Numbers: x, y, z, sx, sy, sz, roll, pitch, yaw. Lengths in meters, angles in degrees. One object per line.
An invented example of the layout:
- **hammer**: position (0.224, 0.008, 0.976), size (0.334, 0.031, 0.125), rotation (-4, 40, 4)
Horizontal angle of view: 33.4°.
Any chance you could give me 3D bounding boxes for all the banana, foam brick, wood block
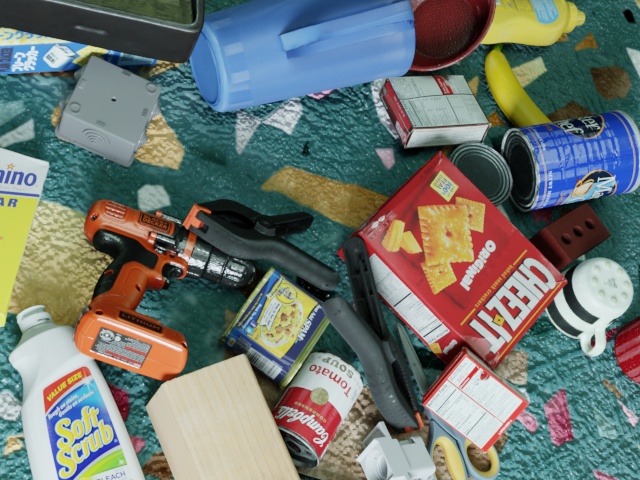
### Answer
- **banana**: position (0.264, -0.173, 1.368), size (0.069, 0.037, 0.198), rotation (-25, 78, -29)
- **foam brick**: position (0.299, -0.001, 1.292), size (0.078, 0.051, 0.053), rotation (-29, 79, -30)
- **wood block**: position (-0.081, 0.226, 1.014), size (0.090, 0.091, 0.206), rotation (-18, 74, -27)

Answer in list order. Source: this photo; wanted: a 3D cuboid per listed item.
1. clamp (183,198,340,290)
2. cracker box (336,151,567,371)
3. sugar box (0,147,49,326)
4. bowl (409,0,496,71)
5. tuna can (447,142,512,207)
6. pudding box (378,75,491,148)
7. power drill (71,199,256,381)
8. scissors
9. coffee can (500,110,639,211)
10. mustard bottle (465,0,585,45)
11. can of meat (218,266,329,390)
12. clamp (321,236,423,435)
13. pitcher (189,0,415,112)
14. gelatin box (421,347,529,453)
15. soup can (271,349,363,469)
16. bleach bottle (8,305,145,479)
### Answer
- **clamp**: position (-0.057, 0.001, 1.116), size (0.171, 0.039, 0.120), rotation (7, 30, -35)
- **cracker box**: position (0.151, 0.029, 1.208), size (0.214, 0.072, 0.164), rotation (45, 59, 2)
- **sugar box**: position (-0.334, -0.009, 1.049), size (0.093, 0.048, 0.176), rotation (15, 63, -15)
- **bowl**: position (0.144, -0.279, 1.332), size (0.162, 0.055, 0.162), rotation (-5, 75, 20)
- **tuna can**: position (0.187, -0.073, 1.292), size (0.086, 0.034, 0.086), rotation (9, 64, -18)
- **pudding box**: position (0.139, -0.158, 1.300), size (0.113, 0.039, 0.090), rotation (-7, 55, -22)
- **power drill**: position (-0.157, 0.049, 1.054), size (0.184, 0.057, 0.187), rotation (19, 36, -12)
- **scissors**: position (0.141, 0.185, 1.165), size (0.096, 0.016, 0.202), rotation (2, 66, -23)
- **coffee can**: position (0.304, -0.097, 1.293), size (0.140, 0.103, 0.103), rotation (-10, 70, -12)
- **mustard bottle**: position (0.268, -0.300, 1.414), size (0.191, 0.058, 0.096), rotation (-2, 50, -23)
- **can of meat**: position (-0.045, 0.090, 1.112), size (0.084, 0.058, 0.102), rotation (35, 58, 0)
- **clamp**: position (0.055, 0.113, 1.095), size (0.164, 0.036, 0.210), rotation (-52, 123, -69)
- **pitcher**: position (-0.019, -0.227, 1.212), size (0.242, 0.149, 0.145), rotation (-18, 54, -21)
- **gelatin box**: position (0.163, 0.169, 1.131), size (0.089, 0.030, 0.073), rotation (38, 100, -2)
- **soup can**: position (-0.007, 0.170, 1.082), size (0.068, 0.069, 0.102), rotation (36, 58, -2)
- **bleach bottle**: position (-0.235, 0.180, 0.992), size (0.102, 0.068, 0.251), rotation (-17, 71, -28)
